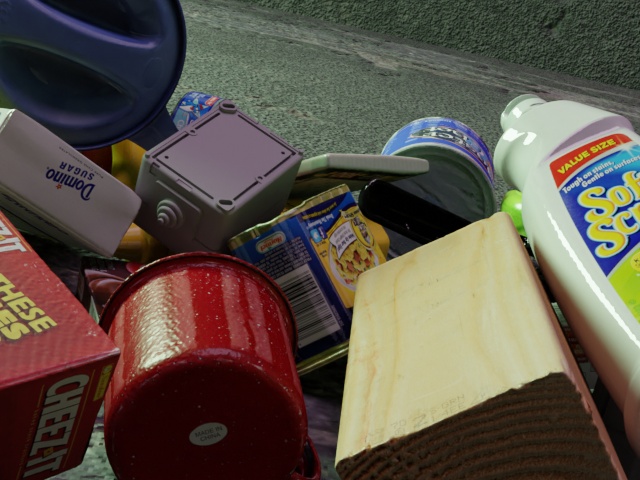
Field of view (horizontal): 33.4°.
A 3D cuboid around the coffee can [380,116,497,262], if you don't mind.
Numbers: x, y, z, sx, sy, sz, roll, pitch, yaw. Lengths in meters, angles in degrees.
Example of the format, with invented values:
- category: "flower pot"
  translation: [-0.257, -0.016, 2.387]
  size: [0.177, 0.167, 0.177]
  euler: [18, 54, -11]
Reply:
- category: "coffee can"
  translation: [0.090, -0.039, 0.863]
  size: [0.103, 0.103, 0.140]
  euler: [14, 17, 5]

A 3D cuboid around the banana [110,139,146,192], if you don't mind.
- category: "banana"
  translation: [-0.148, -0.064, 0.815]
  size: [0.037, 0.069, 0.198]
  euler: [-16, 30, 5]

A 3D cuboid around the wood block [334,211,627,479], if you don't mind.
- category: "wood block"
  translation: [0.069, 0.069, 0.466]
  size: [0.090, 0.091, 0.206]
  euler: [-25, 13, 11]

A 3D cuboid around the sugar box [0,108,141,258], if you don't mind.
- category: "sugar box"
  translation: [-0.185, -0.040, 0.631]
  size: [0.093, 0.048, 0.177]
  euler: [38, -17, -35]

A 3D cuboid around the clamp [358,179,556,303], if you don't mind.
- category: "clamp"
  translation: [0.115, 0.010, 0.701]
  size: [0.165, 0.036, 0.210]
  euler: [18, -8, 15]

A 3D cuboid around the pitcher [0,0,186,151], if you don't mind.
- category: "pitcher"
  translation: [-0.173, -0.143, 0.742]
  size: [0.144, 0.149, 0.243]
  euler: [0, 17, -18]

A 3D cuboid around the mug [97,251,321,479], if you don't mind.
- category: "mug"
  translation: [-0.043, 0.071, 0.459]
  size: [0.117, 0.093, 0.081]
  euler: [46, 10, -24]

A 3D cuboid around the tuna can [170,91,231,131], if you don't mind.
- category: "tuna can"
  translation: [-0.100, -0.078, 0.877]
  size: [0.034, 0.086, 0.086]
  euler: [15, 17, 11]

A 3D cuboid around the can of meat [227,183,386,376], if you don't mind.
- category: "can of meat"
  translation: [0.001, 0.020, 0.610]
  size: [0.058, 0.084, 0.102]
  euler: [-27, 0, 25]
